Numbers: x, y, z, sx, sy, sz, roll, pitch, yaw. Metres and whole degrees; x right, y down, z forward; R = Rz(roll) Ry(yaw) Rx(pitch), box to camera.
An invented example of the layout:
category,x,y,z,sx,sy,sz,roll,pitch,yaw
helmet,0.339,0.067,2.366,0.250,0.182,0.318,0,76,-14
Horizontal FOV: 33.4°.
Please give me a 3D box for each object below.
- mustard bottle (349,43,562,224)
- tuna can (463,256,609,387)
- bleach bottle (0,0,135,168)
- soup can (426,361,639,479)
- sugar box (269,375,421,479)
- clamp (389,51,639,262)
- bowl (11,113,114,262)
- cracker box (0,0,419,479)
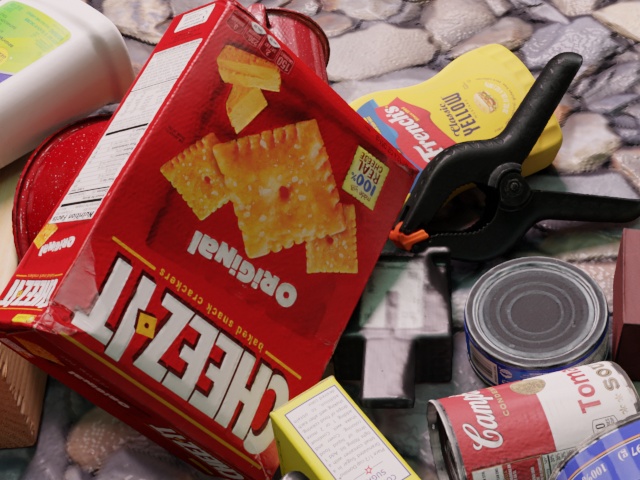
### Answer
category,x,y,z,sx,sy,sz,roll,pitch,yaw
mustard bottle,0.063,-0.063,0.736,0.191,0.058,0.096,-23,70,-13
tuna can,0.129,0.051,0.638,0.086,0.034,0.086,-7,47,7
bleach bottle,-0.239,-0.062,0.646,0.103,0.068,0.250,33,61,30
soup can,0.115,0.107,0.569,0.102,0.068,0.068,-12,47,-5
sugar box,0.042,0.158,0.514,0.048,0.093,0.176,-27,50,-17
clamp,0.130,-0.030,0.697,0.171,0.039,0.120,-36,93,-3
bowl,-0.100,-0.011,0.647,0.161,0.055,0.162,13,66,-32
cracker box,-0.054,0.001,0.588,0.072,0.164,0.213,-6,51,51
